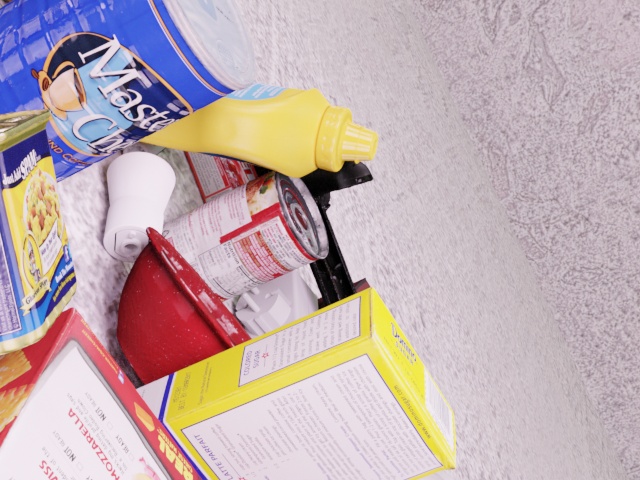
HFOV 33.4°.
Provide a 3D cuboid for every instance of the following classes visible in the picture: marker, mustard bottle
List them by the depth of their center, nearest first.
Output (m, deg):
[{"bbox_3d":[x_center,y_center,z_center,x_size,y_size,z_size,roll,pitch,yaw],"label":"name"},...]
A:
[{"bbox_3d":[-0.057,-0.079,0.686,0.096,0.192,0.058,-32,133,-72],"label":"mustard bottle"},{"bbox_3d":[-0.117,-0.077,0.789,0.020,0.020,0.121,62,16,-12],"label":"marker"}]

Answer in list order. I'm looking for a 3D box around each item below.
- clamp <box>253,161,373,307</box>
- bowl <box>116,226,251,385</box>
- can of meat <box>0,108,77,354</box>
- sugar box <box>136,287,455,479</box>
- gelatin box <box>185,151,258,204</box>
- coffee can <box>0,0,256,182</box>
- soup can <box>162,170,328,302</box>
[{"bbox_3d":[-0.010,-0.023,0.819,0.210,0.036,0.164,-131,-149,-53],"label":"clamp"},{"bbox_3d":[-0.068,0.070,0.615,0.162,0.055,0.162,51,-3,3],"label":"bowl"},{"bbox_3d":[-0.140,-0.005,0.444,0.102,0.057,0.084,-89,170,-76],"label":"can of meat"},{"bbox_3d":[-0.031,0.098,0.527,0.093,0.176,0.048,58,21,-27],"label":"sugar box"},{"bbox_3d":[-0.071,-0.043,0.867,0.089,0.030,0.073,68,16,8],"label":"gelatin box"},{"bbox_3d":[-0.121,-0.102,0.595,0.102,0.140,0.103,55,19,-31],"label":"coffee can"},{"bbox_3d":[-0.055,0.001,0.725,0.068,0.102,0.068,55,19,-30],"label":"soup can"}]
